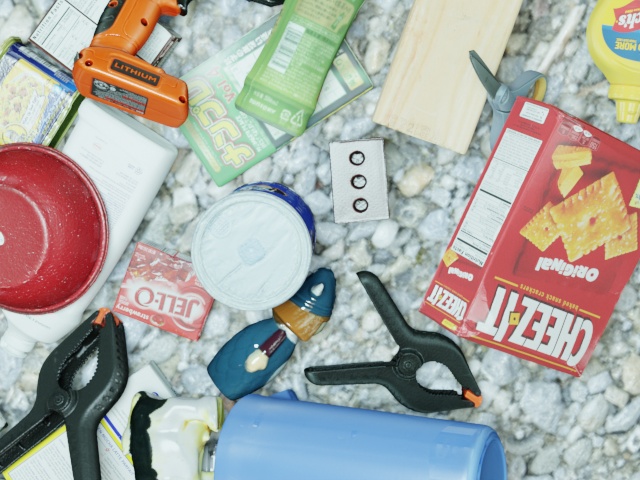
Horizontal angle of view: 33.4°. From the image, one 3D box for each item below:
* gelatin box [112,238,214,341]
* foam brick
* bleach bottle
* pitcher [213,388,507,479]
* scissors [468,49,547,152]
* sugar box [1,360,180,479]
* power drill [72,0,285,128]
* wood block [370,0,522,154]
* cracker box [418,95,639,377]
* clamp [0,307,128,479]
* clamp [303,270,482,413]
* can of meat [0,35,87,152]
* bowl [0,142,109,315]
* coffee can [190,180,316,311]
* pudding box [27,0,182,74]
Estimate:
[{"bbox_3d":[-0.146,0.048,1.030,0.089,0.030,0.073,21,97,0],"label":"gelatin box"},{"bbox_3d":[0.036,-0.057,1.000,0.053,0.051,0.078,-5,97,3],"label":"foam brick"},{"bbox_3d":[-0.238,-0.003,1.012,0.102,0.068,0.251,33,100,1],"label":"bleach bottle"},{"bbox_3d":[0.033,0.219,0.946,0.243,0.144,0.149,0,91,26],"label":"pitcher"},{"bbox_3d":[0.166,-0.138,0.931,0.016,0.201,0.096,26,73,26],"label":"scissors"},{"bbox_3d":[-0.209,0.205,1.035,0.176,0.048,0.093,-35,93,-5],"label":"sugar box"},{"bbox_3d":[-0.128,-0.198,0.953,0.184,0.057,0.187,18,67,-6],"label":"power drill"},{"bbox_3d":[0.122,-0.190,0.961,0.090,0.091,0.206,20,97,0],"label":"wood block"},{"bbox_3d":[0.208,0.001,0.958,0.164,0.072,0.214,20,97,-32],"label":"cracker box"},{"bbox_3d":[-0.228,0.162,0.990,0.165,0.036,0.210,13,64,31],"label":"clamp"},{"bbox_3d":[0.081,0.105,1.026,0.171,0.039,0.120,19,102,-7],"label":"clamp"},{"bbox_3d":[-0.278,-0.126,1.001,0.084,0.057,0.102,33,98,-5],"label":"can of meat"},{"bbox_3d":[-0.276,-0.007,0.960,0.162,0.055,0.162,2,98,11],"label":"bowl"},{"bbox_3d":[-0.056,0.001,0.966,0.103,0.140,0.103,0,97,2],"label":"coffee can"},{"bbox_3d":[-0.202,-0.189,0.999,0.113,0.039,0.090,38,96,-1],"label":"pudding box"}]
